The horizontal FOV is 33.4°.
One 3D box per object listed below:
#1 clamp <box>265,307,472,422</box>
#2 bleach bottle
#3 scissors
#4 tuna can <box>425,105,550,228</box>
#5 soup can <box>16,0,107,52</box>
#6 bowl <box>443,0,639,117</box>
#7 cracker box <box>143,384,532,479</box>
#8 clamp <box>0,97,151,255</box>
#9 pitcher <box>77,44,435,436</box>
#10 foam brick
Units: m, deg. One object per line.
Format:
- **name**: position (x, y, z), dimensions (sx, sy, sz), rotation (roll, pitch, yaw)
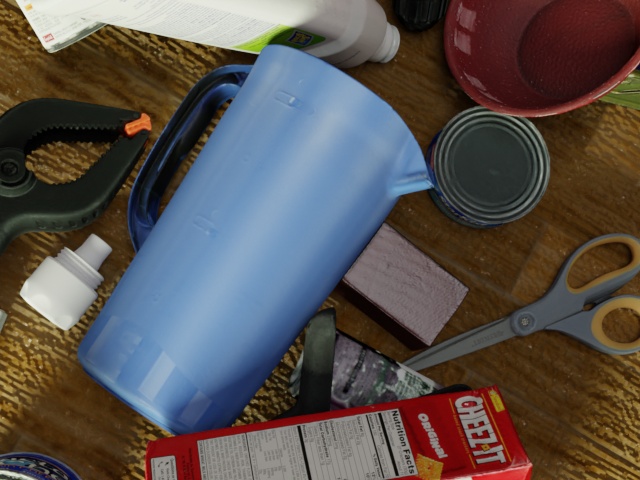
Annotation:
- **clamp**: position (-0.001, 0.118, 0.677), dimensions (0.120, 0.039, 0.172), rotation (42, 109, -16)
- **bleach bottle**: position (-0.053, -0.157, 0.699), dimensions (0.250, 0.103, 0.068), rotation (9, 81, -39)
- **scissors**: position (0.162, 0.071, 0.766), dimensions (0.201, 0.016, 0.096), rotation (-35, 89, -11)
- **tuna can**: position (0.118, -0.052, 0.766), dimensions (0.086, 0.034, 0.086), rotation (1, 82, -9)
- **soup can**: position (-0.178, -0.185, 0.704), dimensions (0.068, 0.069, 0.102), rotation (-33, 110, -12)
- **bowl**: position (0.171, -0.151, 0.753), dimensions (0.162, 0.055, 0.162), rotation (-12, 65, 28)
- **cracker box**: position (0.009, 0.176, 0.649), dimensions (0.213, 0.164, 0.072), rotation (-8, 42, -7)
- **clamp**: position (-0.212, -0.046, 0.695), dimensions (0.209, 0.036, 0.164), rotation (-32, 82, -24)
- **pitcher**: position (-0.055, 0.001, 0.694), dimensions (0.145, 0.149, 0.243), rotation (37, 81, -19)
- **foam brick**: position (0.054, 0.032, 0.735), dimensions (0.078, 0.053, 0.051), rotation (38, 78, -3)
